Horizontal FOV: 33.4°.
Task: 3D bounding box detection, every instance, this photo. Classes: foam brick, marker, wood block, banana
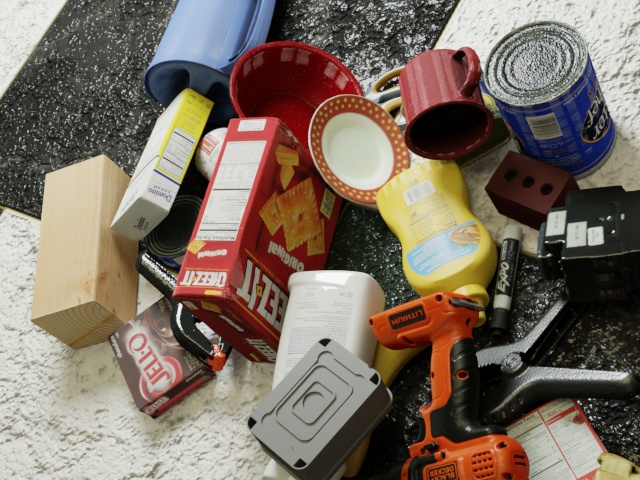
[{"bbox_3d":[0.218,-0.047,1.087,0.078,0.051,0.053,26,76,36],"label":"foam brick"},{"bbox_3d":[0.186,0.041,1.070,0.020,0.020,0.121,-1,61,27],"label":"marker"},{"bbox_3d":[-0.279,0.013,1.288,0.091,0.090,0.206,-16,56,19],"label":"wood block"},{"bbox_3d":[0.065,0.140,1.062,0.070,0.037,0.197,32,79,40],"label":"banana"}]

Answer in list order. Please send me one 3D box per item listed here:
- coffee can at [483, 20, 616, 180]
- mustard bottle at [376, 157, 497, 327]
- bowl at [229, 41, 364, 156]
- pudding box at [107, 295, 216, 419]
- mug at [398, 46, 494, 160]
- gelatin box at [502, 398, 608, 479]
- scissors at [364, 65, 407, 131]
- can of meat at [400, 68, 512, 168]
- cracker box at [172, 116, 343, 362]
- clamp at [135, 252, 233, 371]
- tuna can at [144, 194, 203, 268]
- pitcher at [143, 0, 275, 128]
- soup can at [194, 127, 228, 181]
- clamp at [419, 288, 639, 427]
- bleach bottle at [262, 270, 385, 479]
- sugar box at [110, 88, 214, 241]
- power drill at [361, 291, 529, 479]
[{"bbox_3d":[0.234,-0.138,1.078,0.103,0.140,0.103,-13,56,20],"label":"coffee can"},{"bbox_3d":[0.128,0.008,1.096,0.096,0.058,0.192,-26,52,10],"label":"mustard bottle"},{"bbox_3d":[-0.031,-0.152,1.234,0.162,0.055,0.162,8,57,-13],"label":"bowl"},{"bbox_3d":[-0.178,0.129,1.195,0.090,0.039,0.113,-35,52,4],"label":"pudding box"},{"bbox_3d":[0.130,-0.150,1.093,0.093,0.117,0.081,6,54,-19],"label":"mug"},{"bbox_3d":[0.215,0.190,0.957,0.073,0.030,0.089,-31,49,8],"label":"gelatin box"},{"bbox_3d":[0.041,-0.144,1.263,0.202,0.016,0.096,-26,53,12],"label":"scissors"},{"bbox_3d":[0.151,-0.132,1.172,0.102,0.057,0.084,-30,55,9],"label":"can of meat"},{"bbox_3d":[-0.057,0.001,1.131,0.072,0.164,0.213,0,61,30],"label":"cracker box"},{"bbox_3d":[-0.142,0.068,1.181,0.120,0.039,0.171,-5,47,-7],"label":"clamp"},{"bbox_3d":[-0.165,-0.010,1.277,0.086,0.033,0.086,-13,56,20],"label":"tuna can"},{"bbox_3d":[-0.121,-0.276,1.358,0.149,0.145,0.242,10,61,8],"label":"pitcher"},{"bbox_3d":[-0.096,-0.083,1.264,0.068,0.068,0.102,-46,51,-5],"label":"soup can"},{"bbox_3d":[0.190,0.116,1.000,0.210,0.036,0.164,-25,30,22],"label":"clamp"},{"bbox_3d":[-0.009,0.150,1.028,0.103,0.068,0.250,-2,55,27],"label":"bleach bottle"},{"bbox_3d":[-0.188,-0.090,1.275,0.094,0.048,0.176,-36,33,50],"label":"sugar box"},{"bbox_3d":[0.095,0.152,0.973,0.185,0.057,0.187,-24,65,37],"label":"power drill"}]
